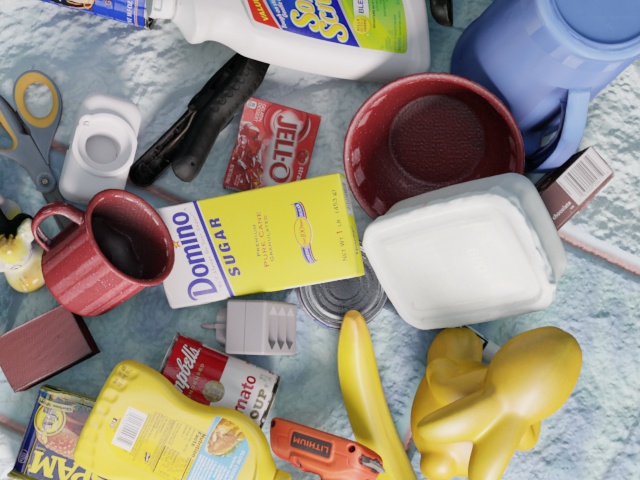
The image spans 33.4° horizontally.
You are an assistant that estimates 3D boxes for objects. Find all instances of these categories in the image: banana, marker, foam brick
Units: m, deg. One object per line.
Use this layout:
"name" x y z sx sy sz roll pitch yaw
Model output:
"banana" 0.053 0.159 0.958 0.037 0.070 0.198 -20 86 -35
"marker" 0.115 0.073 0.994 0.121 0.020 0.020 36 83 -1
"foam brick" -0.244 0.095 0.946 0.078 0.053 0.051 -27 88 -6

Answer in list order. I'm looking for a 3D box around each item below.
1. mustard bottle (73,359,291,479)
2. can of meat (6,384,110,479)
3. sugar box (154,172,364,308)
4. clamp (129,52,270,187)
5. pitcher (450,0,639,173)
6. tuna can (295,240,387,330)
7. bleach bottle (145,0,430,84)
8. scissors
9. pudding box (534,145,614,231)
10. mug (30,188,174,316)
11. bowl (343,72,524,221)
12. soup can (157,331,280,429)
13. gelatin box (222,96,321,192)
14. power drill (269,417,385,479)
"mustard bottle" -0.100 0.180 0.886 0.191 0.058 0.096 26 86 2
"can of meat" -0.211 0.180 0.939 0.102 0.057 0.084 18 81 -4
"sugar box" -0.056 0.001 0.949 0.176 0.048 0.093 -11 86 10
"clamp" -0.097 -0.111 0.950 0.039 0.120 0.171 43 79 -29
"pitcher" 0.202 -0.163 0.910 0.149 0.243 0.145 44 82 0
"tuna can" 0.020 0.040 0.982 0.086 0.034 0.086 0 85 -5
"bleach bottle" -0.029 -0.193 0.946 0.250 0.068 0.102 1 78 -23
"scissors" -0.242 -0.072 0.980 0.096 0.016 0.202 -43 93 -10
"pudding box" 0.205 -0.031 0.976 0.113 0.090 0.039 -41 91 -8
"mug" -0.196 0.009 0.918 0.117 0.082 0.093 35 39 -30
"bowl" 0.104 -0.081 0.969 0.162 0.055 0.162 4 116 9
"soup can" -0.094 0.132 0.947 0.102 0.068 0.068 23 83 -3
"gelatin box" -0.045 -0.082 0.989 0.073 0.030 0.089 16 84 -3
"power drill" -0.035 0.254 0.925 0.185 0.057 0.187 11 74 30
